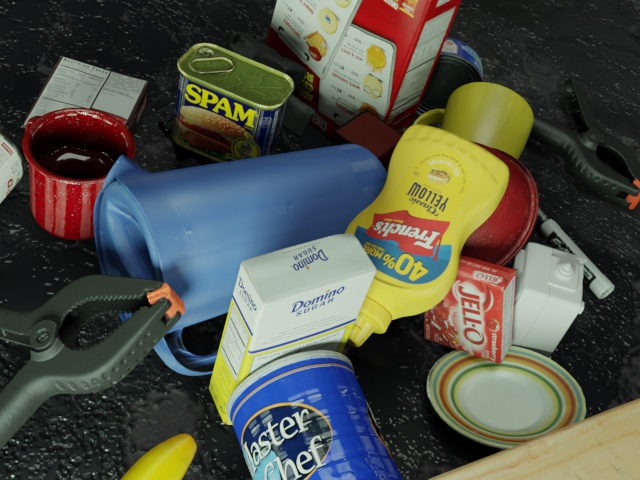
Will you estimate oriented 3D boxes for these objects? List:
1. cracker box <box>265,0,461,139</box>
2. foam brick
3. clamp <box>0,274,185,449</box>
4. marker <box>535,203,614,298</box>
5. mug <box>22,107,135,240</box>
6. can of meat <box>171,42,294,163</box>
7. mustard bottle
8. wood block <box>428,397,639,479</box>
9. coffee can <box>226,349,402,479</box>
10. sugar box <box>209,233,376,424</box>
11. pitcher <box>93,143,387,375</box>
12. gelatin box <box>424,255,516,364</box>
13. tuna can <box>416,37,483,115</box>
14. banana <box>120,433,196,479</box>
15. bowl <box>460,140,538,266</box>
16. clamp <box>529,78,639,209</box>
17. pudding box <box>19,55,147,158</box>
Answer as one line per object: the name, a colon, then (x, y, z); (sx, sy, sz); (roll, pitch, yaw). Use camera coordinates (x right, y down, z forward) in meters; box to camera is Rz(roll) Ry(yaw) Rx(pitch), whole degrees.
cracker box: (0.036, -0.204, 1.036); (0.164, 0.214, 0.072); (42, 50, 20)
foam brick: (0.039, -0.074, 1.016); (0.053, 0.078, 0.051); (37, 51, 20)
clamp: (-0.204, 0.074, 0.794); (0.210, 0.036, 0.165); (-28, 53, 3)
marker: (0.240, 0.007, 1.040); (0.020, 0.020, 0.121); (-19, 57, -29)
mug: (-0.219, -0.061, 0.929); (0.117, 0.082, 0.093); (39, 51, 20)
can of meat: (-0.082, -0.118, 0.966); (0.102, 0.084, 0.057); (23, 44, 7)
mustard bottle: (0.070, 0.002, 0.865); (0.096, 0.058, 0.191); (27, 71, 13)
wood block: (0.175, 0.203, 0.802); (0.205, 0.091, 0.090); (-14, 56, -26)
coffee can: (0.001, 0.166, 0.778); (0.102, 0.103, 0.140); (-9, 53, -23)
sugar box: (-0.026, 0.069, 0.805); (0.093, 0.176, 0.048); (-15, 56, -26)
pitcher: (-0.056, 0.001, 0.902); (0.242, 0.149, 0.145); (-15, 40, -30)
gelatin box: (0.125, 0.056, 0.906); (0.073, 0.089, 0.030); (17, 44, 25)
tuna can: (0.128, -0.169, 1.117); (0.086, 0.086, 0.033); (13, 46, -4)
banana: (-0.130, 0.222, 0.733); (0.069, 0.037, 0.197); (16, 55, -18)
bowl: (0.111, -0.036, 0.961); (0.162, 0.055, 0.162); (-15, 50, 19)
clamp: (0.285, -0.107, 1.139); (0.171, 0.039, 0.120); (45, 57, 15)
pudding box: (-0.222, -0.118, 1.008); (0.090, 0.039, 0.113); (16, 46, -1)
